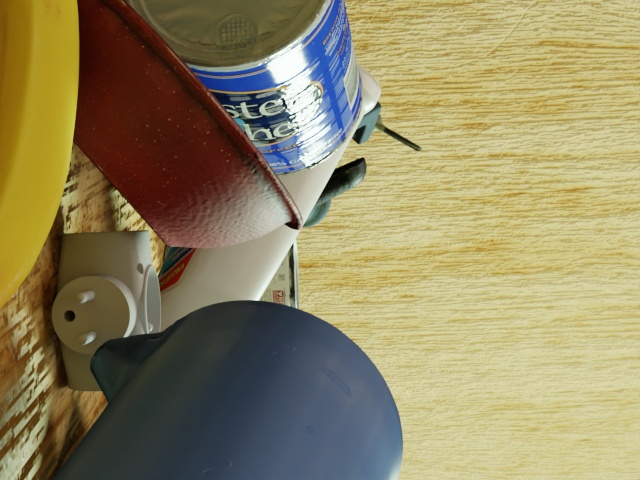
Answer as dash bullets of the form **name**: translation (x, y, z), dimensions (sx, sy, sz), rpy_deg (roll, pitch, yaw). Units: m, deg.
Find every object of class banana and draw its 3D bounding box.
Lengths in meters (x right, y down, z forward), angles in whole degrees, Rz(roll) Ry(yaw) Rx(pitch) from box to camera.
- **banana**: translation (-0.118, -0.061, 0.402), dimensions (0.069, 0.037, 0.198), rpy_deg (31, 54, -67)

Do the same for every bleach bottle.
- **bleach bottle**: translation (-0.054, 0.001, 0.656), dimensions (0.103, 0.068, 0.250), rpy_deg (-6, -125, 61)

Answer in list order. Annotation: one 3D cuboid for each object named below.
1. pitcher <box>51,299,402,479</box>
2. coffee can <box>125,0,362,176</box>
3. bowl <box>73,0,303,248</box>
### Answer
- **pitcher**: translation (-0.042, 0.130, 0.392), dimensions (0.242, 0.149, 0.145), rpy_deg (-56, 134, -68)
- **coffee can**: translation (-0.034, -0.106, 0.563), dimensions (0.140, 0.103, 0.103), rpy_deg (67, 20, -71)
- **bowl**: translation (-0.081, -0.049, 0.503), dimensions (0.162, 0.055, 0.162), rpy_deg (48, -6, 7)
